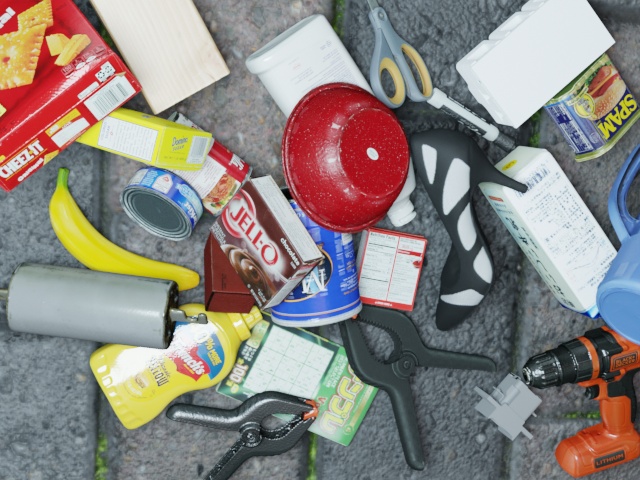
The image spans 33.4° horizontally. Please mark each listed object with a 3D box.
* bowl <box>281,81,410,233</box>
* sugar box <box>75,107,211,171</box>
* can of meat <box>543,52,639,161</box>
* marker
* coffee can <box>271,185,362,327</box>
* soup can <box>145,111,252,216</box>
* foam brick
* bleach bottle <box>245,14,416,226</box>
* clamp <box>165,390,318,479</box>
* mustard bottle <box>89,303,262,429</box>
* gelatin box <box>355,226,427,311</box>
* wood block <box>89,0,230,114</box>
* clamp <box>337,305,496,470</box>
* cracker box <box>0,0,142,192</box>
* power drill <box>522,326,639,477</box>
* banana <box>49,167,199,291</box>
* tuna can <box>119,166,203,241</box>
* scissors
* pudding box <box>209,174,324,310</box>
[{"bbox_3d":[0.040,-0.089,1.111,0.161,0.055,0.162,2,87,-35],"label":"bowl"},{"bbox_3d":[-0.208,-0.114,1.071,0.176,0.093,0.048,20,98,22],"label":"sugar box"},{"bbox_3d":[0.313,-0.156,1.231,0.102,0.058,0.084,-44,104,-25],"label":"can of meat"},{"bbox_3d":[0.177,-0.138,1.234,0.121,0.020,0.020,30,93,-16],"label":"marker"},{"bbox_3d":[-0.013,0.014,1.177,0.102,0.103,0.140,-10,102,-11],"label":"coffee can"},{"bbox_3d":[-0.134,-0.083,1.151,0.102,0.068,0.068,37,91,-16],"label":"soup can"},{"bbox_3d":[-0.099,0.034,1.171,0.053,0.051,0.078,4,62,-14],"label":"foam brick"},{"bbox_3d":[0.026,-0.119,1.182,0.102,0.068,0.250,-36,108,-8],"label":"bleach bottle"},{"bbox_3d":[-0.084,0.229,1.231,0.171,0.039,0.120,-10,114,-2],"label":"clamp"},{"bbox_3d":[-0.152,0.125,1.191,0.191,0.058,0.096,-28,98,-7],"label":"mustard bottle"},{"bbox_3d":[0.078,0.032,1.239,0.073,0.030,0.089,10,95,-14],"label":"gelatin box"},{"bbox_3d":[-0.185,-0.245,1.097,0.090,0.090,0.206,-30,106,-6],"label":"wood block"},{"bbox_3d":[0.093,0.156,1.250,0.210,0.036,0.164,37,73,-14],"label":"clamp"},{"bbox_3d":[-0.298,-0.176,1.030,0.164,0.072,0.214,-39,61,-4],"label":"cracker box"},{"bbox_3d":[0.324,0.192,1.277,0.184,0.057,0.188,-13,123,-14],"label":"power drill"},{"bbox_3d":[-0.225,0.008,1.163,0.197,0.037,0.069,40,92,-16],"label":"banana"},{"bbox_3d":[-0.169,-0.039,1.141,0.086,0.086,0.033,38,58,-16],"label":"tuna can"},{"bbox_3d":[0.058,-0.230,1.172,0.201,0.016,0.096,54,50,-17],"label":"scissors"},{"bbox_3d":[-0.057,0.001,1.113,0.039,0.090,0.113,-19,68,-45],"label":"pudding box"}]
